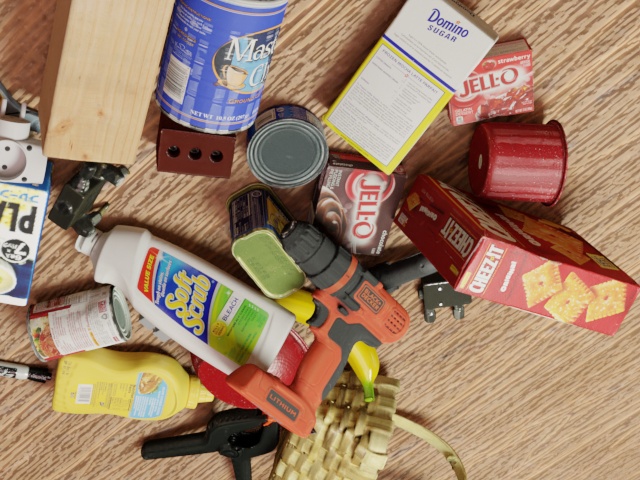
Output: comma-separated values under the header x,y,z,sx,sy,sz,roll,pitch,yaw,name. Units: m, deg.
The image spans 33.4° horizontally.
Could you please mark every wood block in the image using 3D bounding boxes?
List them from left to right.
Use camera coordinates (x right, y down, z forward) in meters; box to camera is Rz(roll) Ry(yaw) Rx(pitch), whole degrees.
x,y,z,sx,sy,sz,roll,pitch,yaw,name
-0.201,-0.182,0.995,0.090,0.091,0.206,4,127,-23,wood block

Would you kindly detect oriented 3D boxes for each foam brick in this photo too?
x,y,z,sx,sy,sz,roll,pitch,yaw,name
-0.129,-0.102,1.097,0.078,0.051,0.053,5,126,-10,foam brick

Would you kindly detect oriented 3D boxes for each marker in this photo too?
x,y,z,sx,sy,sz,roll,pitch,yaw,name
-0.385,0.154,1.286,0.121,0.020,0.020,12,125,-15,marker

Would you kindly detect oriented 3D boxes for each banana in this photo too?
x,y,z,sx,sy,sz,roll,pitch,yaw,name
0.007,0.106,1.263,0.197,0.069,0.037,42,128,-16,banana

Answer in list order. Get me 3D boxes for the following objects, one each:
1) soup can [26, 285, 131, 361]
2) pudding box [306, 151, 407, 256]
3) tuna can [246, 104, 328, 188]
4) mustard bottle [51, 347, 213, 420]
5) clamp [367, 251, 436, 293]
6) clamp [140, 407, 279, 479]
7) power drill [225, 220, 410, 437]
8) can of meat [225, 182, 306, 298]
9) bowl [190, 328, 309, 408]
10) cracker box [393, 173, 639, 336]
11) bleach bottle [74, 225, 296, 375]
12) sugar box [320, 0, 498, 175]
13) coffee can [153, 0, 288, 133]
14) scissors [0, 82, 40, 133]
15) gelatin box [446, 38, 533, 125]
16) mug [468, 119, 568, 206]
x,y,z,sx,sy,sz,roll,pitch,yaw,name
-0.275,0.094,1.222,0.102,0.068,0.068,-14,128,3,soup can
0.037,-0.040,1.172,0.090,0.039,0.114,6,127,-13,pudding box
-0.036,-0.099,1.121,0.086,0.034,0.086,-3,128,-4,tuna can
-0.224,0.176,1.296,0.191,0.058,0.096,9,125,-13,mustard bottle
0.074,0.042,1.204,0.171,0.120,0.039,-25,83,14,clamp
-0.109,0.264,1.370,0.164,0.036,0.210,31,133,-29,clamp
-0.014,0.095,1.116,0.184,0.057,0.187,42,79,-23,power drill
-0.058,0.002,1.165,0.057,0.084,0.102,-28,126,14,can of meat
-0.091,0.148,1.255,0.162,0.055,0.162,13,135,13,bowl
0.207,0.013,1.137,0.213,0.164,0.072,18,108,-27,cracker box
-0.157,0.063,1.170,0.251,0.068,0.102,29,81,0,bleach bottle
0.088,-0.162,1.062,0.093,0.048,0.176,39,116,0,sugar box
-0.094,-0.187,1.004,0.102,0.103,0.140,10,126,-14,coffee can
-0.305,-0.110,1.092,0.201,0.016,0.096,31,116,-26,scissors
0.173,-0.162,1.099,0.089,0.030,0.073,-10,128,1,gelatin box
0.203,-0.080,1.135,0.081,0.093,0.117,2,167,-9,mug
